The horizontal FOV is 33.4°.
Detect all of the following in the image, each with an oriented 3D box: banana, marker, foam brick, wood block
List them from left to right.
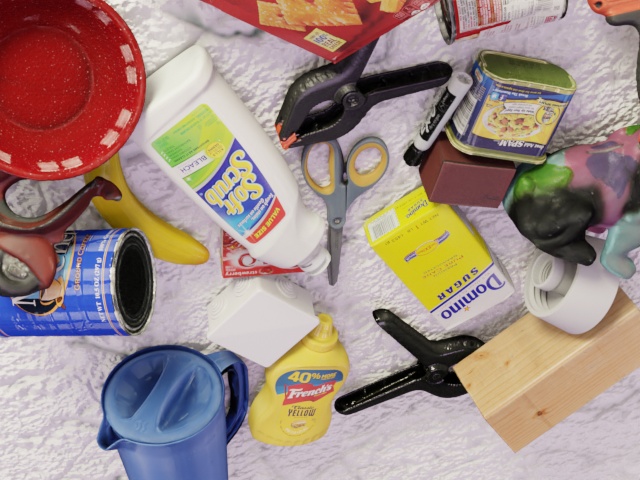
[{"bbox_3d":[-0.175,-0.032,1.027,0.070,0.037,0.197,-19,133,9],"label":"banana"},{"bbox_3d":[0.109,-0.112,1.013,0.020,0.020,0.121,9,140,-20],"label":"marker"},{"bbox_3d":[0.143,-0.069,1.052,0.078,0.051,0.053,5,131,-16],"label":"foam brick"},{"bbox_3d":[0.270,0.135,1.215,0.206,0.090,0.090,-37,129,7],"label":"wood block"}]

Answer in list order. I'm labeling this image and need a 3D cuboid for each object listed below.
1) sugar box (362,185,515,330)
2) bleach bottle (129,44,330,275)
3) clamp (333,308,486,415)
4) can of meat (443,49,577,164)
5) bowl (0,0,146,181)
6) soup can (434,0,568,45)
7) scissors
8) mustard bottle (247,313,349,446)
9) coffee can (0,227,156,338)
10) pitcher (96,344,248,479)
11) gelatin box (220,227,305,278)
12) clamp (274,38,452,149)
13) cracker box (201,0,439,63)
[{"bbox_3d":[0.129,0.020,1.134,0.093,0.048,0.176,-31,130,16],"label":"sugar box"},{"bbox_3d":[-0.068,-0.057,0.987,0.103,0.068,0.250,-32,124,18],"label":"bleach bottle"},{"bbox_3d":[0.124,0.155,1.262,0.209,0.036,0.165,10,128,-24],"label":"clamp"},{"bbox_3d":[0.179,-0.126,1.005,0.102,0.057,0.084,7,129,-17],"label":"can of meat"},{"bbox_3d":[-0.229,-0.133,0.884,0.162,0.055,0.162,-4,102,-20],"label":"bowl"},{"bbox_3d":[0.152,-0.211,0.912,0.102,0.068,0.068,-13,133,-1],"label":"soup can"},{"bbox_3d":[0.033,-0.034,1.085,0.096,0.016,0.201,-16,133,2],"label":"scissors"},{"bbox_3d":[-0.018,0.155,1.218,0.096,0.058,0.192,3,131,-18],"label":"mustard bottle"},{"bbox_3d":[-0.239,0.040,1.009,0.140,0.102,0.103,-2,135,13],"label":"coffee can"},{"bbox_3d":[-0.158,0.237,1.227,0.149,0.145,0.243,1,136,3],"label":"pitcher"},{"bbox_3d":[-0.057,0.001,1.087,0.089,0.030,0.073,-3,132,-9],"label":"gelatin box"},{"bbox_3d":[0.024,-0.146,0.963,0.171,0.039,0.120,-30,132,10],"label":"clamp"},{"bbox_3d":[-0.028,-0.223,0.809,0.213,0.072,0.164,19,160,-28],"label":"cracker box"}]
